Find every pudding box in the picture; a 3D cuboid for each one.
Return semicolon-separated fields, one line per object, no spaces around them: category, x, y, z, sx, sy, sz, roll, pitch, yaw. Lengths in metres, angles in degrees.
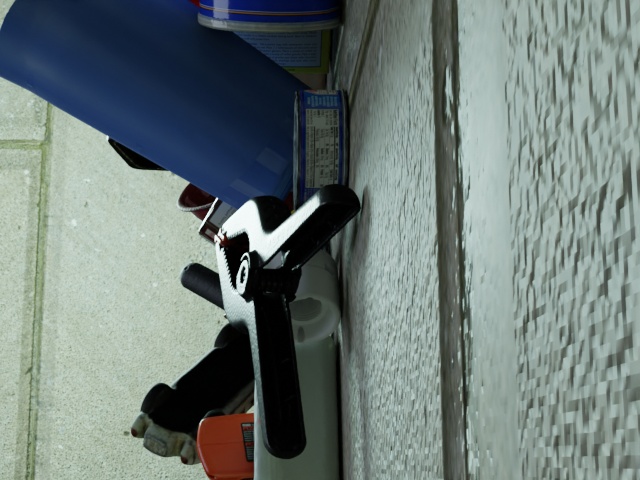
pudding box;-0.056;0.001;0.905;0.039;0.090;0.113;-56;3;2

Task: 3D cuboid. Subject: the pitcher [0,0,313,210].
pitcher;-0.117;-0.119;0.831;0.145;0.243;0.149;-57;1;26

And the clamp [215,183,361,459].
clamp;-0.034;0.035;0.688;0.210;0.036;0.164;-155;75;-69

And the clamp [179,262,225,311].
clamp;-0.040;0.071;0.902;0.172;0.120;0.039;16;70;53

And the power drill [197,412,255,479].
power drill;-0.078;0.215;0.910;0.188;0.184;0.057;108;153;-51

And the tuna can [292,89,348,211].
tuna can;-0.001;-0.060;0.726;0.086;0.033;0.086;180;91;-87

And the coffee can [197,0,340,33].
coffee can;-0.035;-0.223;0.749;0.103;0.102;0.140;-98;9;-71
